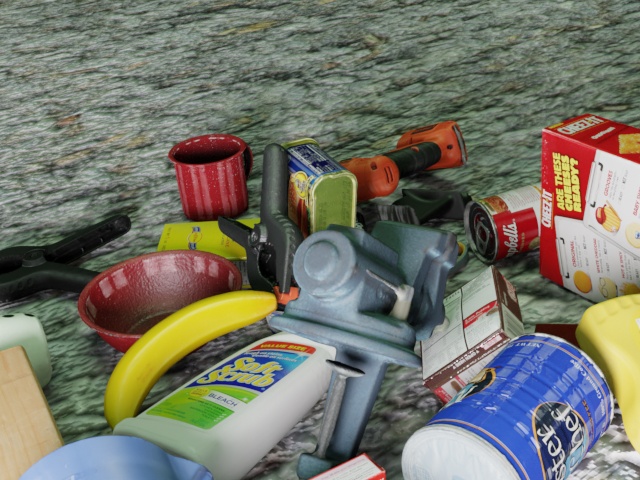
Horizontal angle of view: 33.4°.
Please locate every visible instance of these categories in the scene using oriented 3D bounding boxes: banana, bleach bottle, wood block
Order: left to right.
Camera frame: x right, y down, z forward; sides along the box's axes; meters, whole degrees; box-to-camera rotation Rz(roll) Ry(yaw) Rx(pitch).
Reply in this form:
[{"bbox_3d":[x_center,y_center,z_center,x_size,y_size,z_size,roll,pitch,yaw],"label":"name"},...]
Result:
[{"bbox_3d":[-0.244,0.178,0.832,0.090,0.090,0.206,-18,30,-19],"label":"wood block"},{"bbox_3d":[-0.126,0.101,0.943,0.069,0.037,0.197,42,69,6],"label":"banana"},{"bbox_3d":[-0.057,0.128,0.917,0.103,0.068,0.250,9,29,32],"label":"bleach bottle"}]

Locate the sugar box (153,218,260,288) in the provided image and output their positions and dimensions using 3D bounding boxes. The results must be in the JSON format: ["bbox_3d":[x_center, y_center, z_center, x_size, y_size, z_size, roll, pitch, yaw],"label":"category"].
[{"bbox_3d":[-0.085,0.013,1.153,0.176,0.048,0.093,-6,28,3],"label":"sugar box"}]

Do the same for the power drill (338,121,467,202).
[{"bbox_3d":[0.067,-0.085,1.266,0.187,0.057,0.185,-25,13,-37],"label":"power drill"}]

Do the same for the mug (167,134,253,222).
[{"bbox_3d":[-0.124,-0.078,1.293,0.093,0.081,0.117,14,35,34],"label":"mug"}]

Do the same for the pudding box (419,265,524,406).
[{"bbox_3d":[0.132,0.083,0.942,0.090,0.039,0.113,-38,18,21],"label":"pudding box"}]

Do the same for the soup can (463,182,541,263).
[{"bbox_3d":[0.212,-0.021,1.131,0.102,0.068,0.069,-15,29,-18],"label":"soup can"}]

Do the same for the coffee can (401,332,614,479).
[{"bbox_3d":[0.141,0.147,0.795,0.103,0.103,0.140,16,35,35],"label":"coffee can"}]

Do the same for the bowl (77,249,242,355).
[{"bbox_3d":[-0.153,0.071,1.049,0.162,0.055,0.162,-5,28,3],"label":"bowl"}]

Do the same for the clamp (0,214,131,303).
[{"bbox_3d":[-0.304,0.034,1.168,0.210,0.036,0.165,-14,28,-9],"label":"clamp"}]

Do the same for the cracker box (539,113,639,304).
[{"bbox_3d":[0.304,-0.011,0.990,0.072,0.164,0.214,-21,32,-29],"label":"cracker box"}]

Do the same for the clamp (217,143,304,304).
[{"bbox_3d":[-0.057,0.001,1.052,0.039,0.120,0.171,10,50,-28],"label":"clamp"}]

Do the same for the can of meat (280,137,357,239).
[{"bbox_3d":[-0.006,-0.041,1.092,0.057,0.102,0.084,-15,34,-25],"label":"can of meat"}]
